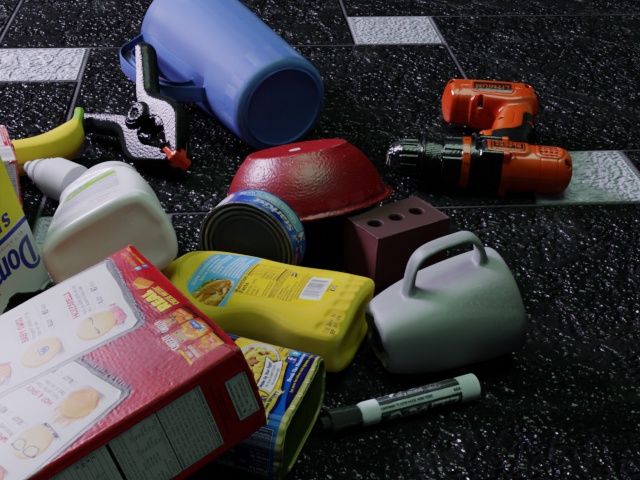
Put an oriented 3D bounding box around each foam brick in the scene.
[{"bbox_3d":[0.065,0.001,0.924,0.078,0.051,0.053,-17,33,-28],"label":"foam brick"}]

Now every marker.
[{"bbox_3d":[0.056,0.116,0.752,0.121,0.020,0.020,-11,31,-20],"label":"marker"}]

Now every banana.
[{"bbox_3d":[-0.319,-0.091,1.080,0.197,0.037,0.070,-14,44,-33],"label":"banana"}]

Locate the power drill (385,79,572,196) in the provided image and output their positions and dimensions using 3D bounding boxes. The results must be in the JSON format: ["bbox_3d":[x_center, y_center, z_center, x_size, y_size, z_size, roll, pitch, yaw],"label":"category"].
[{"bbox_3d":[0.164,-0.109,1.123,0.184,0.057,0.187,7,32,3],"label":"power drill"}]

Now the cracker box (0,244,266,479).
[{"bbox_3d":[-0.162,0.106,0.634,0.213,0.072,0.164,-31,35,-18],"label":"cracker box"}]

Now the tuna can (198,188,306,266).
[{"bbox_3d":[-0.056,0.001,0.886,0.086,0.086,0.033,11,29,18],"label":"tuna can"}]

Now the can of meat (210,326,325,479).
[{"bbox_3d":[-0.050,0.110,0.722,0.084,0.057,0.102,12,31,14],"label":"can of meat"}]

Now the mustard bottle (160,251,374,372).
[{"bbox_3d":[-0.061,0.047,0.831,0.192,0.058,0.096,11,31,16],"label":"mustard bottle"}]

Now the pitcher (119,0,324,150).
[{"bbox_3d":[-0.108,-0.193,1.198,0.144,0.149,0.243,32,8,-43],"label":"pitcher"}]

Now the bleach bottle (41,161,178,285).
[{"bbox_3d":[-0.179,-0.026,0.914,0.102,0.068,0.251,-28,19,-1],"label":"bleach bottle"}]

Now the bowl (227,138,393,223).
[{"bbox_3d":[-0.017,-0.057,0.973,0.162,0.055,0.162,-9,12,2],"label":"bowl"}]

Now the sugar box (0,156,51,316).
[{"bbox_3d":[-0.281,-0.023,0.828,0.048,0.176,0.093,-7,21,37],"label":"sugar box"}]

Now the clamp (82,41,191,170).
[{"bbox_3d":[-0.194,-0.122,1.121,0.039,0.120,0.171,27,24,-48],"label":"clamp"}]
